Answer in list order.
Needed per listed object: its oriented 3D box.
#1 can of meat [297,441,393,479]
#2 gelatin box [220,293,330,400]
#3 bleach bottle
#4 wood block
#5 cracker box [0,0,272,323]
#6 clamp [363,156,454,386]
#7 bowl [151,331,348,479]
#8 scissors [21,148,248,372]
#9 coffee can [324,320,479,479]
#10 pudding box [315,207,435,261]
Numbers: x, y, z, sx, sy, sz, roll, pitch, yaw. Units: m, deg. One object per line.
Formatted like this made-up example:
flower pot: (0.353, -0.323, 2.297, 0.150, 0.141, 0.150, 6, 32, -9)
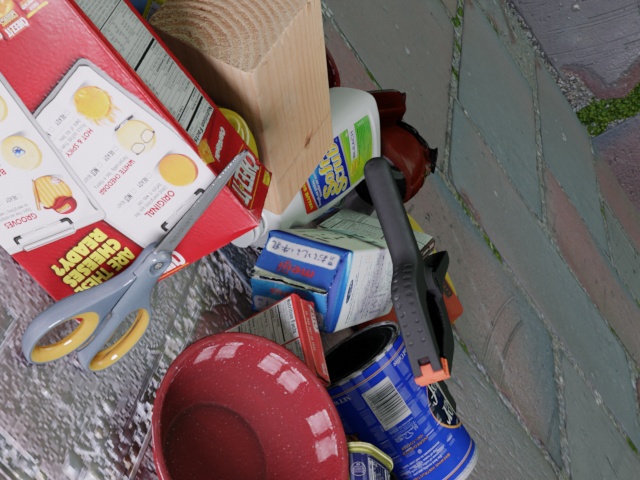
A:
can of meat: (0.007, 0.210, 0.794, 0.057, 0.102, 0.084, 42, 32, -40)
gelatin box: (-0.040, 0.094, 0.839, 0.030, 0.089, 0.073, 31, 38, -48)
bleach bottle: (-0.018, -0.057, 1.006, 0.250, 0.068, 0.102, -49, 143, -52)
wood block: (-0.053, -0.118, 0.828, 0.090, 0.090, 0.206, 29, -21, 17)
cracker box: (-0.159, -0.068, 0.681, 0.213, 0.164, 0.072, 50, 29, -24)
clamp: (0.093, 0.044, 0.973, 0.164, 0.036, 0.210, 46, 29, -48)
bowl: (-0.059, 0.148, 0.749, 0.161, 0.055, 0.162, 20, 54, -31)
scissors: (-0.121, 0.019, 0.655, 0.096, 0.202, 0.016, -8, 53, -41)
coffee can: (0.063, 0.158, 0.960, 0.140, 0.103, 0.102, 57, 24, -11)
pudding box: (0.055, 0.006, 1.116, 0.090, 0.113, 0.039, -36, 141, -65)
